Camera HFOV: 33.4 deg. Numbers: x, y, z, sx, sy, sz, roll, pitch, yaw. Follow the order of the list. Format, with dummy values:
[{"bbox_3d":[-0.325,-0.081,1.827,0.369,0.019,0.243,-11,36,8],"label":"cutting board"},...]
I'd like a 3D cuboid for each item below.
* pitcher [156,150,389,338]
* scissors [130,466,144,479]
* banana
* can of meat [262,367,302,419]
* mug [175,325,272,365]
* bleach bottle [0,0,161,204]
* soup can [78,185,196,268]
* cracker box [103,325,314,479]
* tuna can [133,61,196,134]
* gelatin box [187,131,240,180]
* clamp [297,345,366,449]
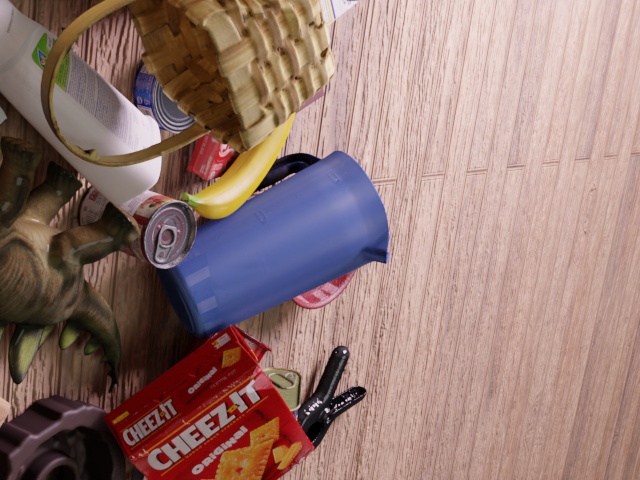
[{"bbox_3d":[-0.058,0.001,1.174,0.242,0.149,0.145,-26,101,-16],"label":"pitcher"},{"bbox_3d":[-0.200,0.265,1.142,0.202,0.016,0.096,117,-12,-67],"label":"scissors"},{"bbox_3d":[-0.076,-0.086,1.137,0.197,0.037,0.070,-53,161,-28],"label":"banana"},{"bbox_3d":[-0.055,0.221,1.337,0.102,0.057,0.084,-88,-178,-67],"label":"can of meat"},{"bbox_3d":[-0.118,0.134,1.213,0.081,0.093,0.117,-59,162,-9],"label":"mug"},{"bbox_3d":[-0.240,-0.141,0.950,0.068,0.102,0.250,-27,135,15],"label":"bleach bottle"},{"bbox_3d":[-0.182,-0.018,1.056,0.068,0.102,0.068,-25,124,-45],"label":"soup can"},{"bbox_3d":[-0.112,0.212,1.157,0.164,0.072,0.213,-36,142,-9],"label":"cracker box"},{"bbox_3d":[-0.151,-0.154,1.096,0.085,0.034,0.086,-25,124,-45],"label":"tuna can"},{"bbox_3d":[-0.101,-0.107,1.153,0.089,0.030,0.073,-23,139,-65],"label":"gelatin box"},{"bbox_3d":[-0.001,0.225,1.453,0.171,0.039,0.120,-46,135,-31],"label":"clamp"}]
